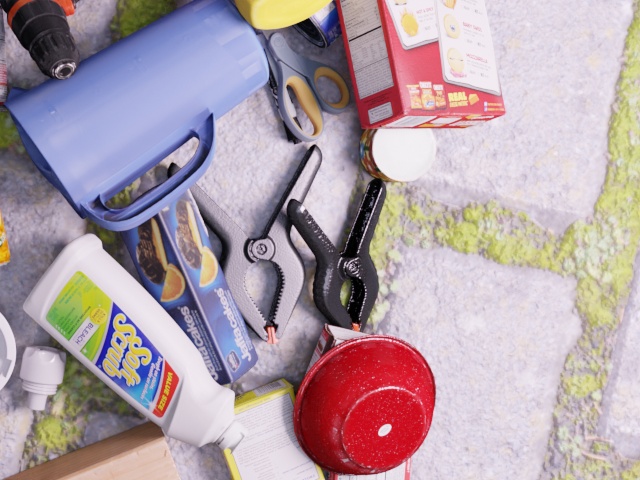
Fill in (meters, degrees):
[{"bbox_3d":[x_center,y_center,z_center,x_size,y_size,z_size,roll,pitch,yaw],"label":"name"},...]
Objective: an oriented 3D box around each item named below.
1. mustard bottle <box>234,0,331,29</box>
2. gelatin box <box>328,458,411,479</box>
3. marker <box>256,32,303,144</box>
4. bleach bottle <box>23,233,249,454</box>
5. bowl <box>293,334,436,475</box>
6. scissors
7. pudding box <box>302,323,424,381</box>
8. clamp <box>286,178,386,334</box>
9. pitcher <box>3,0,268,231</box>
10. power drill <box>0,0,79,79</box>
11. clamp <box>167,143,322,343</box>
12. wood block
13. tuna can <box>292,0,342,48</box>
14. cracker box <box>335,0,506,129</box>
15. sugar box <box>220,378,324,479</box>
[{"bbox_3d":[-0.071,-0.289,1.051,0.096,0.058,0.192,-27,58,-16],"label":"mustard bottle"},{"bbox_3d":[0.054,0.239,1.163,0.089,0.030,0.073,2,94,-13],"label":"gelatin box"},{"bbox_3d":[-0.043,-0.159,1.125,0.020,0.020,0.121,-21,97,-11],"label":"marker"},{"bbox_3d":[-0.168,0.111,1.050,0.251,0.068,0.103,40,105,4],"label":"bleach bottle"},{"bbox_3d":[0.056,0.181,1.096,0.162,0.055,0.162,-6,109,-18],"label":"bowl"},{"bbox_3d":[-0.029,-0.203,1.115,0.096,0.016,0.202,-20,93,-33],"label":"scissors"},{"bbox_3d":[0.043,0.146,1.134,0.113,0.039,0.090,15,103,-24],"label":"pudding box"},{"bbox_3d":[0.016,0.022,1.124,0.120,0.039,0.171,-4,100,-26],"label":"clamp"},{"bbox_3d":[-0.168,-0.130,1.043,0.242,0.145,0.149,-35,118,-12],"label":"pitcher"},{"bbox_3d":[-0.214,-0.246,1.025,0.187,0.057,0.184,-24,61,-15],"label":"power drill"},{"bbox_3d":[-0.057,0.001,1.122,0.164,0.036,0.210,-15,95,-12],"label":"clamp"},{"bbox_3d":[-0.241,0.265,1.068,0.206,0.090,0.091,-20,98,-11],"label":"wood block"},{"bbox_3d":[-0.012,-0.238,1.094,0.033,0.086,0.086,-45,101,-6],"label":"tuna can"},{"bbox_3d":[0.095,-0.221,1.080,0.163,0.072,0.214,-7,84,-44],"label":"cracker box"},{"bbox_3d":[-0.048,0.246,1.133,0.093,0.048,0.176,-20,101,-12],"label":"sugar box"}]
